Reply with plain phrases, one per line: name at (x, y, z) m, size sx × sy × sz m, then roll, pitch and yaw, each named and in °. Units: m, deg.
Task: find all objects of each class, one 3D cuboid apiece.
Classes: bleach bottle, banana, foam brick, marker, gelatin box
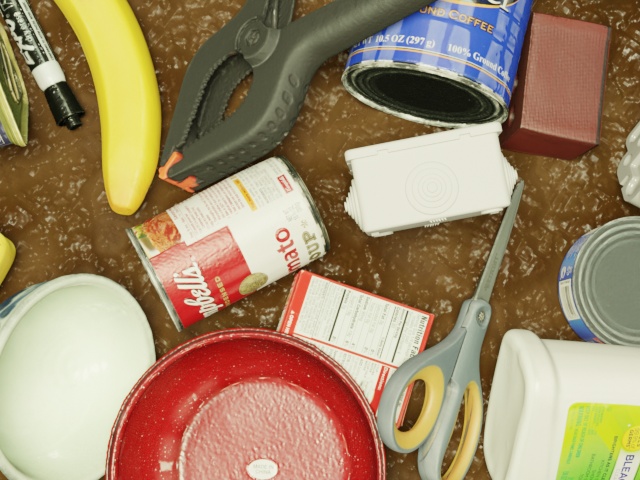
bleach bottle at (0.230, 0.109, 0.640) m, size 0.250 × 0.068 × 0.103 m, roll 2°, pitch 116°, yaw -8°
banana at (-0.138, -0.113, 0.648) m, size 0.069 × 0.037 × 0.198 m, roll -27°, pitch 87°, yaw -20°
foam brick at (0.147, -0.096, 0.674) m, size 0.051 × 0.053 × 0.078 m, roll 9°, pitch 81°, yaw -6°
marker at (-0.178, -0.123, 0.657) m, size 0.020 × 0.020 × 0.121 m, roll -27°, pitch 87°, yaw -9°
gelatin box at (0.016, 0.067, 0.649) m, size 0.089 × 0.030 × 0.073 m, roll 19°, pitch 80°, yaw -4°

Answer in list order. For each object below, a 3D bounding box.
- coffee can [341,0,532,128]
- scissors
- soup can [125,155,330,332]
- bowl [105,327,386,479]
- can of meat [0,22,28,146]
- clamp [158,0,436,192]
coffee can at (0.078, -0.151, 0.647) m, size 0.102 × 0.103 × 0.140 m, roll 15°, pitch 81°, yaw -5°
scissors at (0.080, 0.049, 0.644) m, size 0.096 × 0.016 × 0.202 m, roll 18°, pitch 80°, yaw -44°
soup can at (-0.054, 0.001, 0.630) m, size 0.102 × 0.068 × 0.068 m, roll -27°, pitch 86°, yaw -9°
bowl at (-0.034, 0.123, 0.579) m, size 0.162 × 0.055 × 0.162 m, roll 3°, pitch 76°, yaw -12°
can of meat at (-0.216, -0.081, 0.607) m, size 0.084 × 0.102 × 0.057 m, roll -17°, pitch 119°, yaw -5°
clamp at (-0.021, -0.112, 0.624) m, size 0.165 × 0.036 × 0.210 m, roll 38°, pitch 99°, yaw 43°
